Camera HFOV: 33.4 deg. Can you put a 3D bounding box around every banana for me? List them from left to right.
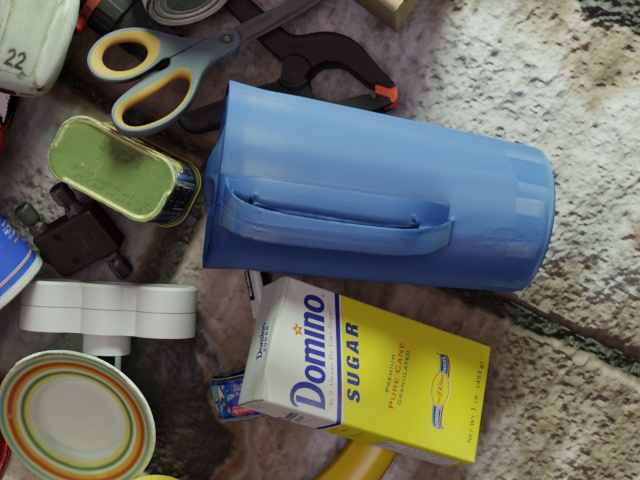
[{"bbox_3d":[0.017,0.168,0.827,0.069,0.037,0.198,32,90,7],"label":"banana"}]

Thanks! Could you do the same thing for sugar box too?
[{"bbox_3d":[0.035,0.097,0.771,0.176,0.048,0.093,20,67,-23],"label":"sugar box"}]

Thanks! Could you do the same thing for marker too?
[{"bbox_3d":[-0.056,0.001,0.840,0.020,0.020,0.121,-11,90,4],"label":"marker"}]

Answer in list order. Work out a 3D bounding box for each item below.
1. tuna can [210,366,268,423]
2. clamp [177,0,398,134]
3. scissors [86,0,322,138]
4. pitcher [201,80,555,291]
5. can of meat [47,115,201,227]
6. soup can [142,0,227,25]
[{"bbox_3d":[-0.039,0.111,0.807,0.086,0.086,0.034,-13,88,4],"label":"tuna can"},{"bbox_3d":[-0.023,-0.138,0.827,0.171,0.039,0.120,4,93,4],"label":"clamp"},{"bbox_3d":[-0.089,-0.156,0.800,0.096,0.016,0.201,40,70,13],"label":"scissors"},{"bbox_3d":[0.038,-0.027,0.756,0.242,0.145,0.149,8,62,-7],"label":"pitcher"},{"bbox_3d":[-0.149,-0.052,0.814,0.102,0.084,0.057,28,93,4],"label":"can of meat"},{"bbox_3d":[-0.114,-0.223,0.805,0.068,0.068,0.102,-22,73,4],"label":"soup can"}]
